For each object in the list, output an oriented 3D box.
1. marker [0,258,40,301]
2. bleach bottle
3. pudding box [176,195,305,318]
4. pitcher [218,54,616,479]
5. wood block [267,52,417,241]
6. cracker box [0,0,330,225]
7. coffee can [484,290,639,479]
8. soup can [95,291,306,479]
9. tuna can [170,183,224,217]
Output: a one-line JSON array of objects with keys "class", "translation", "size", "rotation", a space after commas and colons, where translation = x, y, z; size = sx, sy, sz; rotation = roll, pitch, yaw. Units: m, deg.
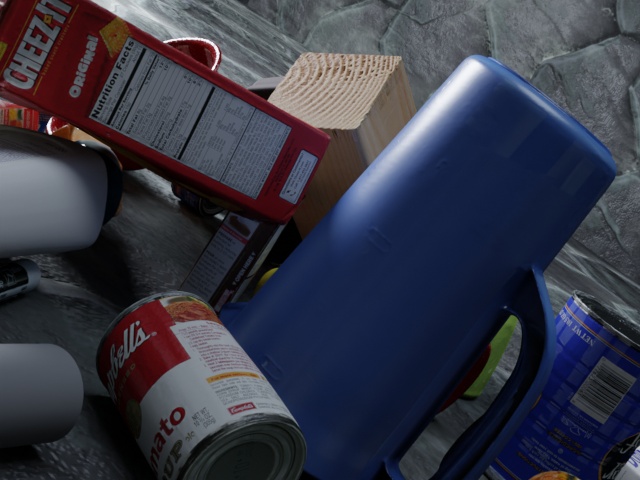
[{"class": "marker", "translation": [-0.177, 0.027, 0.539], "size": [0.020, 0.020, 0.121], "rotation": [34, 13, 6]}, {"class": "bleach bottle", "translation": [-0.213, -0.019, 0.517], "size": [0.103, 0.068, 0.250], "rotation": [13, 10, 22]}, {"class": "pudding box", "translation": [-0.055, 0.001, 0.771], "size": [0.039, 0.090, 0.113], "rotation": [33, 13, -1]}, {"class": "pitcher", "translation": [0.061, 0.024, 0.612], "size": [0.149, 0.243, 0.145], "rotation": [37, 10, -14]}, {"class": "wood block", "translation": [0.033, -0.040, 0.857], "size": [0.091, 0.090, 0.206], "rotation": [8, -41, 29]}, {"class": "cracker box", "translation": [-0.125, -0.090, 0.651], "size": [0.213, 0.072, 0.164], "rotation": [25, 0, -37]}, {"class": "coffee can", "translation": [0.189, 0.122, 0.782], "size": [0.102, 0.140, 0.103], "rotation": [31, 13, -8]}, {"class": "soup can", "translation": [-0.059, 0.080, 0.512], "size": [0.068, 0.068, 0.102], "rotation": [21, 18, -42]}, {"class": "tuna can", "translation": [-0.090, -0.063, 0.943], "size": [0.034, 0.086, 0.086], "rotation": [38, 14, 17]}]
